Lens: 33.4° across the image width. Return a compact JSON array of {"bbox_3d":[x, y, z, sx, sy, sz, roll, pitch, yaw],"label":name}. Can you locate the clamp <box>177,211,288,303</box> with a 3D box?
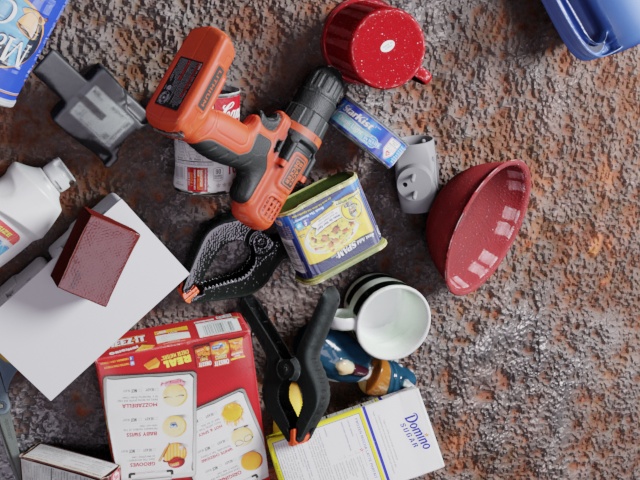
[{"bbox_3d":[-0.057,0.001,1.138,0.210,0.036,0.164,-44,113,-4],"label":"clamp"}]

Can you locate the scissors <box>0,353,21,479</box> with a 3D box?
[{"bbox_3d":[-0.321,0.156,1.118,0.096,0.016,0.201,-27,112,-7],"label":"scissors"}]

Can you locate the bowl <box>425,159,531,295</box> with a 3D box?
[{"bbox_3d":[0.163,-0.023,1.162,0.161,0.055,0.162,-36,142,-35],"label":"bowl"}]

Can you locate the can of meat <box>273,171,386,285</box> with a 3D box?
[{"bbox_3d":[0.006,-0.014,1.108,0.102,0.058,0.084,-28,109,-16],"label":"can of meat"}]

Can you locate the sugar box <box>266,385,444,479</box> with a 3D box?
[{"bbox_3d":[0.037,0.230,1.165,0.176,0.048,0.093,-18,87,-5],"label":"sugar box"}]

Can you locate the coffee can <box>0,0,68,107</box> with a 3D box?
[{"bbox_3d":[-0.294,-0.206,0.967,0.102,0.103,0.140,28,97,-22],"label":"coffee can"}]

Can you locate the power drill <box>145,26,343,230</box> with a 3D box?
[{"bbox_3d":[-0.065,-0.123,1.021,0.187,0.057,0.184,37,77,-46],"label":"power drill"}]

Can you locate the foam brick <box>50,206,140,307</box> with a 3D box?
[{"bbox_3d":[-0.215,0.015,1.015,0.053,0.051,0.078,26,92,-24],"label":"foam brick"}]

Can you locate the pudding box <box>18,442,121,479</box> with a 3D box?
[{"bbox_3d":[-0.262,0.271,1.125,0.114,0.039,0.090,8,108,24],"label":"pudding box"}]

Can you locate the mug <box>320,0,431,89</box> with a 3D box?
[{"bbox_3d":[0.065,-0.193,1.090,0.117,0.081,0.093,33,95,-23],"label":"mug"}]

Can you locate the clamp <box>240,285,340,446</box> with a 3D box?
[{"bbox_3d":[-0.020,0.127,1.126,0.039,0.120,0.171,-6,81,-54],"label":"clamp"}]

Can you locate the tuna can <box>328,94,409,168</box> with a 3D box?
[{"bbox_3d":[0.049,-0.112,1.108,0.086,0.086,0.034,36,95,-23],"label":"tuna can"}]

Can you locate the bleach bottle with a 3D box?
[{"bbox_3d":[-0.355,-0.005,1.034,0.250,0.068,0.102,-35,113,-6],"label":"bleach bottle"}]

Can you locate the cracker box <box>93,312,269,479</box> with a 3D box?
[{"bbox_3d":[-0.148,0.195,1.152,0.164,0.072,0.214,-10,110,-12],"label":"cracker box"}]

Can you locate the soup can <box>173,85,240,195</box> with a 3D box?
[{"bbox_3d":[-0.115,-0.102,1.072,0.068,0.068,0.102,-3,107,-16],"label":"soup can"}]
